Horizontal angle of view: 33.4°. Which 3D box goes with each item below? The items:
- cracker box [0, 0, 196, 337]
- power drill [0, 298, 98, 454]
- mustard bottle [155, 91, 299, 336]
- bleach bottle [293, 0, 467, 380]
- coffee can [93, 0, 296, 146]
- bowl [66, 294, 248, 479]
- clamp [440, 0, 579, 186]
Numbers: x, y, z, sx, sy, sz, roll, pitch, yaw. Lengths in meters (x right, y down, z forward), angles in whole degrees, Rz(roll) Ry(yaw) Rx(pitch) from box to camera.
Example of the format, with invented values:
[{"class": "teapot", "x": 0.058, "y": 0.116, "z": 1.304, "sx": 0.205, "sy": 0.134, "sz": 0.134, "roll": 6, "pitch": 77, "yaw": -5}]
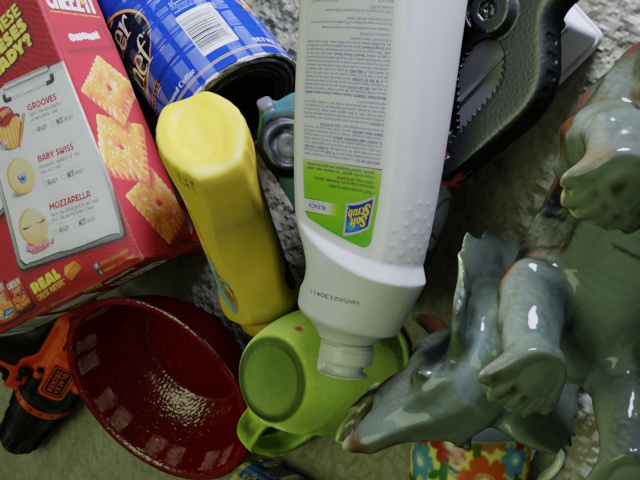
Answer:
[{"class": "cracker box", "x": -0.202, "y": -0.057, "z": 0.764, "sx": 0.164, "sy": 0.072, "sz": 0.214, "roll": -26, "pitch": 83, "yaw": 28}, {"class": "power drill", "x": -0.282, "y": 0.090, "z": 0.877, "sx": 0.185, "sy": 0.187, "sz": 0.057, "roll": -54, "pitch": 21, "yaw": 30}, {"class": "mustard bottle", "x": -0.054, "y": 0.001, "z": 0.723, "sx": 0.058, "sy": 0.191, "sz": 0.096, "roll": -23, "pitch": 40, "yaw": -8}, {"class": "bleach bottle", "x": 0.022, "y": -0.049, "z": 0.603, "sx": 0.103, "sy": 0.067, "sz": 0.251, "roll": 13, "pitch": 98, "yaw": 44}, {"class": "coffee can", "x": -0.094, "y": -0.142, "z": 0.776, "sx": 0.103, "sy": 0.102, "sz": 0.140, "roll": -49, "pitch": 63, "yaw": 25}, {"class": "bowl", "x": -0.108, "y": 0.097, "z": 0.789, "sx": 0.162, "sy": 0.055, "sz": 0.162, "roll": 17, "pitch": 127, "yaw": 23}, {"class": "clamp", "x": 0.111, "y": -0.128, "z": 0.595, "sx": 0.165, "sy": 0.036, "sz": 0.210, "roll": 19, "pitch": 98, "yaw": 37}]
